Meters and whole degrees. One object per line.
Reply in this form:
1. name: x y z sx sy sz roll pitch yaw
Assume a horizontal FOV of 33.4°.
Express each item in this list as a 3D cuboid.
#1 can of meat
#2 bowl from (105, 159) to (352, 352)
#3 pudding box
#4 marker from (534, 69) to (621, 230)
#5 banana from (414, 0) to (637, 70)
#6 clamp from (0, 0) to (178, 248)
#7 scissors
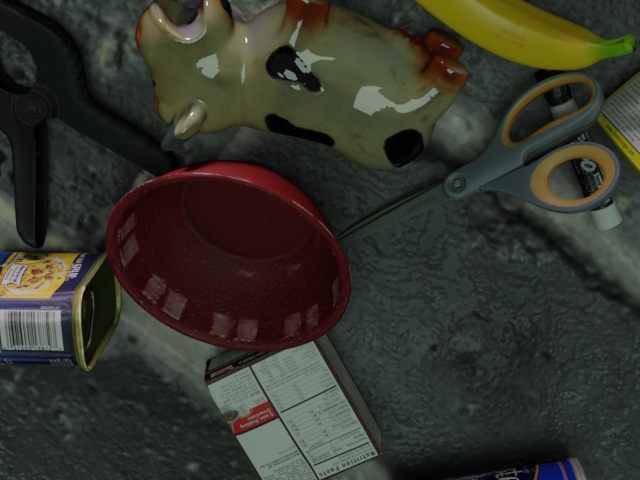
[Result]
1. can of meat: -0.185 0.044 0.707 0.084 0.102 0.057 1 110 3
2. bowl: -0.055 0.001 0.693 0.162 0.055 0.162 8 136 7
3. pudding box: -0.019 0.120 0.763 0.090 0.039 0.113 -26 109 9
4. marker: 0.169 -0.063 0.703 0.020 0.020 0.121 -23 108 9
5. banana: 0.094 -0.155 0.652 0.198 0.037 0.070 30 145 -1
6. clamp: -0.186 -0.079 0.696 0.120 0.039 0.171 -35 100 8
7. scissors: 0.106 -0.025 0.686 0.202 0.016 0.096 -41 66 19
